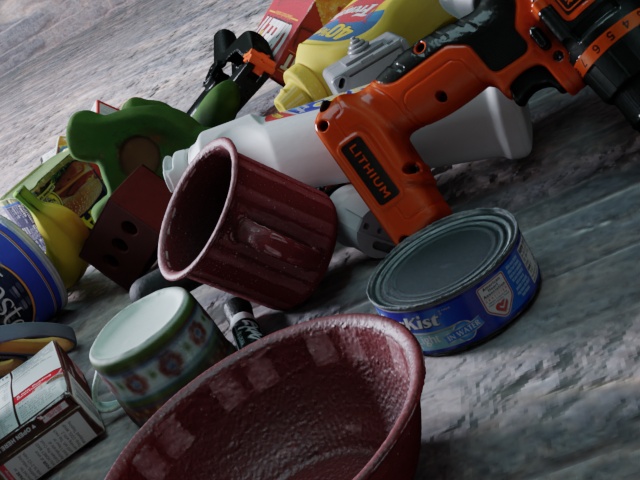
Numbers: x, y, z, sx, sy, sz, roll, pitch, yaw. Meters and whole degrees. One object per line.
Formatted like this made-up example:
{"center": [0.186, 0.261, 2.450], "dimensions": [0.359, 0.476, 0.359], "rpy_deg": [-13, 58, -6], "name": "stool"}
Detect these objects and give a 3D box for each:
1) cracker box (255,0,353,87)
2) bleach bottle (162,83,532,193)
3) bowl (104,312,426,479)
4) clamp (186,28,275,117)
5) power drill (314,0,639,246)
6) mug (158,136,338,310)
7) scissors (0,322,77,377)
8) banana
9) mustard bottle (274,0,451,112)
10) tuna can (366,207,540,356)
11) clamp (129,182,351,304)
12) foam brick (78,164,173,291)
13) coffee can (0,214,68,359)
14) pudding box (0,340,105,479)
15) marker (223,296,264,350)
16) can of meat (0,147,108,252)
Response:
{"center": [0.008, -0.252, 1.071], "dimensions": [0.214, 0.072, 0.164], "rpy_deg": [-59, 20, 7], "name": "cracker box"}
{"center": [0.011, -0.068, 0.714], "dimensions": [0.251, 0.068, 0.102], "rpy_deg": [-12, 16, 15], "name": "bleach bottle"}
{"center": [-0.017, 0.102, 0.458], "dimensions": [0.162, 0.055, 0.162], "rpy_deg": [-27, 21, 11], "name": "bowl"}
{"center": [-0.093, -0.165, 1.062], "dimensions": [0.210, 0.036, 0.164], "rpy_deg": [-19, 48, 61], "name": "clamp"}
{"center": [0.103, -0.075, 0.599], "dimensions": [0.188, 0.184, 0.057], "rpy_deg": [-40, -16, 19], "name": "power drill"}
{"center": [-0.038, -0.004, 0.651], "dimensions": [0.117, 0.081, 0.093], "rpy_deg": [19, 86, 62], "name": "mug"}
{"center": [-0.272, 0.078, 0.755], "dimensions": [0.201, 0.016, 0.096], "rpy_deg": [4, -29, -41], "name": "scissors"}
{"center": [-0.230, 0.010, 0.912], "dimensions": [0.037, 0.069, 0.198], "rpy_deg": [-50, -2, -29], "name": "banana"}
{"center": [0.039, -0.164, 0.856], "dimensions": [0.191, 0.058, 0.096], "rpy_deg": [-42, 28, -12], "name": "mustard bottle"}
{"center": [0.069, 0.021, 0.553], "dimensions": [0.086, 0.033, 0.086], "rpy_deg": [-27, 21, 11], "name": "tuna can"}
{"center": [-0.055, 0.001, 0.756], "dimensions": [0.172, 0.039, 0.120], "rpy_deg": [-21, 22, 25], "name": "clamp"}
{"center": [-0.147, -0.009, 0.848], "dimensions": [0.078, 0.053, 0.051], "rpy_deg": [-54, 1, 41], "name": "foam brick"}
{"center": [-0.290, 0.059, 0.860], "dimensions": [0.140, 0.102, 0.103], "rpy_deg": [-44, 24, -30], "name": "coffee can"}
{"center": [-0.192, 0.117, 0.687], "dimensions": [0.090, 0.039, 0.114], "rpy_deg": [-37, 19, -8], "name": "pudding box"}
{"center": [-0.042, 0.061, 0.636], "dimensions": [0.020, 0.020, 0.121], "rpy_deg": [-32, 21, -2], "name": "marker"}
{"center": [-0.249, -0.032, 1.033], "dimensions": [0.058, 0.084, 0.102], "rpy_deg": [-14, 26, 38], "name": "can of meat"}
